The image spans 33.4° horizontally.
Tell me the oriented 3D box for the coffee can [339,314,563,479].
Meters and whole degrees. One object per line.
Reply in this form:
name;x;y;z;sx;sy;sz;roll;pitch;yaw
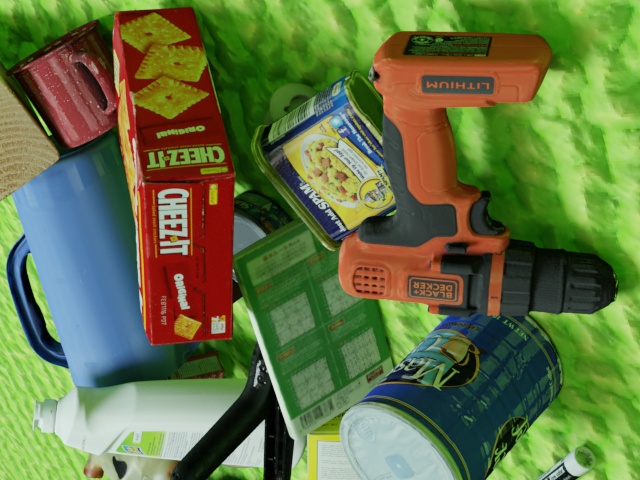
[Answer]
coffee can;0.096;0.121;0.773;0.103;0.140;0.103;28;138;28

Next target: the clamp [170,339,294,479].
clamp;-0.044;0.128;0.899;0.036;0.164;0.210;24;95;30

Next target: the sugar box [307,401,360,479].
sugar box;0.034;0.215;0.967;0.093;0.048;0.176;0;133;-1

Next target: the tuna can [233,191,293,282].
tuna can;-0.056;0.001;0.923;0.086;0.033;0.086;28;138;28

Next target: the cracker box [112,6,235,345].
cracker box;-0.114;-0.053;0.815;0.214;0.072;0.164;-107;15;-45

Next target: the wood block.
wood block;-0.316;-0.116;0.971;0.090;0.090;0.206;57;174;-33

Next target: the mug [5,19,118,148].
mug;-0.205;-0.134;0.919;0.117;0.093;0.081;1;126;55

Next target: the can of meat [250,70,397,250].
can of meat;0.016;-0.056;0.745;0.084;0.057;0.102;-31;113;23

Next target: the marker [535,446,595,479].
marker;0.180;0.195;0.850;0.020;0.020;0.121;44;143;10

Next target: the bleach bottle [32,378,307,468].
bleach bottle;-0.139;0.166;0.998;0.250;0.068;0.103;5;140;-11

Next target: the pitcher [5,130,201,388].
pitcher;-0.224;0.020;1.035;0.145;0.149;0.243;23;134;56

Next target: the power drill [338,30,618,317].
power drill;0.101;-0.035;0.676;0.184;0.057;0.188;4;120;10

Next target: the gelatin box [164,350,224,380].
gelatin box;-0.141;0.158;1.112;0.089;0.073;0.030;104;148;-47
